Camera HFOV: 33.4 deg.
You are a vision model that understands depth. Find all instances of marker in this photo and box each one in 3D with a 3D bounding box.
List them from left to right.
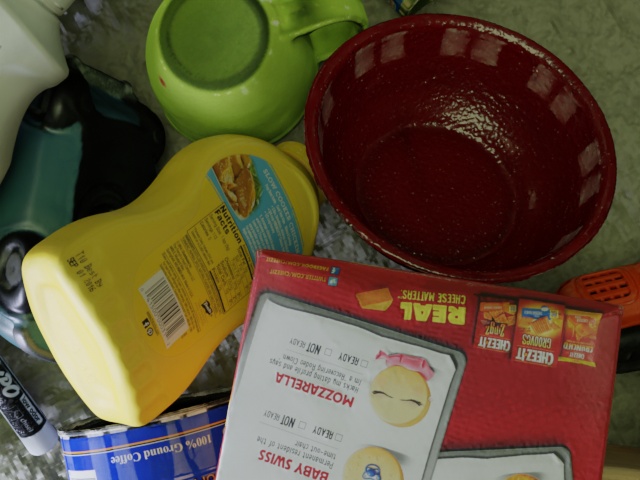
[{"bbox_3d":[-0.177,0.070,0.574,0.020,0.020,0.121,-21,124,3],"label":"marker"}]

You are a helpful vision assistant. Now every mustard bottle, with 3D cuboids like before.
[{"bbox_3d":[-0.054,0.001,0.540,0.058,0.191,0.096,-1,120,44],"label":"mustard bottle"}]

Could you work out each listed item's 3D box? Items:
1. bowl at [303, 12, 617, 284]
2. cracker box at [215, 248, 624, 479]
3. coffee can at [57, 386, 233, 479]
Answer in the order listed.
[{"bbox_3d":[0.067,-0.039,0.556,0.162,0.055,0.162,4,61,-8],"label":"bowl"},{"bbox_3d":[0.035,0.123,0.476,0.164,0.072,0.213,8,81,9],"label":"cracker box"},{"bbox_3d":[-0.073,0.156,0.557,0.103,0.103,0.140,-12,88,4],"label":"coffee can"}]
